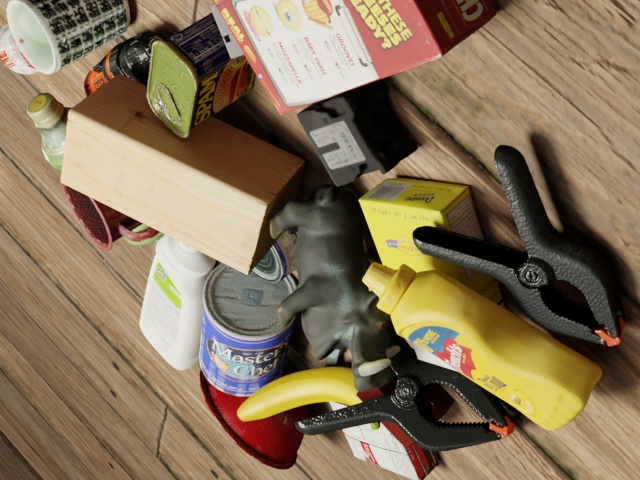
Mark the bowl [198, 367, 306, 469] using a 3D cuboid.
[{"bbox_3d":[-0.068,0.192,1.274,0.162,0.055,0.162,43,-165,-15],"label":"bowl"}]

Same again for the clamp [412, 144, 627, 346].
[{"bbox_3d":[0.152,0.019,0.798,0.171,0.039,0.120,49,138,-5],"label":"clamp"}]

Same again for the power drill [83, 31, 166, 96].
[{"bbox_3d":[-0.165,-0.120,1.113,0.187,0.057,0.185,61,154,-10],"label":"power drill"}]

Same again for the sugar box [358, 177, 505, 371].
[{"bbox_3d":[0.102,0.033,0.906,0.094,0.048,0.176,11,130,47],"label":"sugar box"}]

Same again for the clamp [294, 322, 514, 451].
[{"bbox_3d":[0.078,0.148,1.009,0.210,0.036,0.165,28,102,21],"label":"clamp"}]

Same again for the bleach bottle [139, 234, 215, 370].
[{"bbox_3d":[-0.166,0.063,1.314,0.102,0.068,0.251,44,148,14],"label":"bleach bottle"}]

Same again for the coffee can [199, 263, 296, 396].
[{"bbox_3d":[-0.082,0.097,1.185,0.103,0.102,0.140,42,150,19],"label":"coffee can"}]

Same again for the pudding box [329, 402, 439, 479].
[{"bbox_3d":[0.068,0.205,1.160,0.114,0.039,0.090,8,128,50],"label":"pudding box"}]

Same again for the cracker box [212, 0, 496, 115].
[{"bbox_3d":[0.004,-0.193,0.769,0.214,0.072,0.164,-10,115,57],"label":"cracker box"}]

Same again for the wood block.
[{"bbox_3d":[-0.130,-0.065,1.012,0.206,0.090,0.090,26,130,10],"label":"wood block"}]

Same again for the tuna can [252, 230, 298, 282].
[{"bbox_3d":[-0.057,0.001,1.114,0.086,0.033,0.086,36,148,27],"label":"tuna can"}]

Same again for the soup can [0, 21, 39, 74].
[{"bbox_3d":[-0.317,-0.225,1.200,0.102,0.068,0.068,1,123,56],"label":"soup can"}]

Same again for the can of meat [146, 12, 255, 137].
[{"bbox_3d":[-0.104,-0.153,0.955,0.057,0.083,0.102,44,150,13],"label":"can of meat"}]

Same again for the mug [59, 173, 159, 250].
[{"bbox_3d":[-0.204,-0.043,1.106,0.117,0.081,0.093,39,150,31],"label":"mug"}]

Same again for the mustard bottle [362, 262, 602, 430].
[{"bbox_3d":[0.118,0.074,0.837,0.191,0.058,0.096,32,163,4],"label":"mustard bottle"}]

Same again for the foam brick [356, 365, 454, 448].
[{"bbox_3d":[0.084,0.158,1.067,0.078,0.052,0.051,46,151,11],"label":"foam brick"}]

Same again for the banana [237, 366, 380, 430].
[{"bbox_3d":[-0.007,0.167,1.156,0.198,0.069,0.037,-6,124,40],"label":"banana"}]
